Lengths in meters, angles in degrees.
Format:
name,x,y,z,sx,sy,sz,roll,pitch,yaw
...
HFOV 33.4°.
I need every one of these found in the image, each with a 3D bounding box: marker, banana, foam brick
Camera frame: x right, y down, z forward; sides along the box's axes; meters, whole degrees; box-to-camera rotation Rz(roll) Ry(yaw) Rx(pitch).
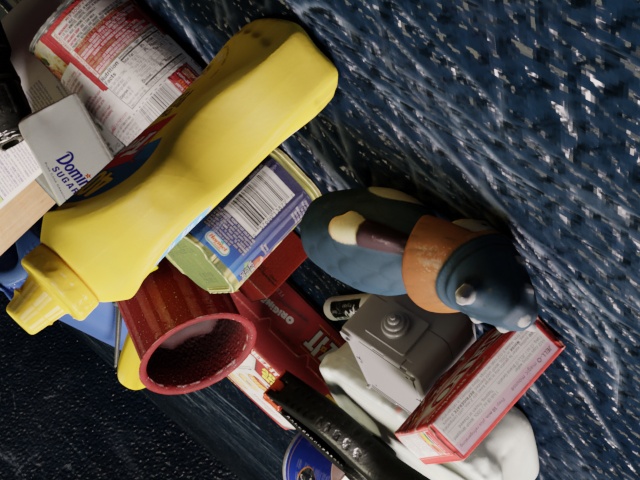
name,x,y,z,sx,sy,sz,roll,pitch,yaw
marker,0.029,0.047,0.768,0.020,0.020,0.121,46,164,-9
banana,-0.136,0.058,0.902,0.037,0.198,0.069,21,-154,-9
foam brick,-0.055,0.001,0.793,0.078,0.053,0.051,46,164,-9

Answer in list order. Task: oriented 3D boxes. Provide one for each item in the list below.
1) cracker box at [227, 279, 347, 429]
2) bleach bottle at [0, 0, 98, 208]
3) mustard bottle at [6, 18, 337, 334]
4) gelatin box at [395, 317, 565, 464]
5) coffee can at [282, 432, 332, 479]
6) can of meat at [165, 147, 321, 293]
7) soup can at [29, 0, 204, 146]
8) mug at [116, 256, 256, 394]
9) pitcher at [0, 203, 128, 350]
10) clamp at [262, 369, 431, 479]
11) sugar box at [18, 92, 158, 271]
name,x,y,z,sx,sy,sz,roll,pitch,yaw
cracker box,-0.048,0.095,0.980,0.164,0.072,0.214,44,163,-2
bleach bottle,-0.235,-0.062,0.706,0.068,0.250,0.102,33,161,32
mustard bottle,-0.079,-0.027,0.529,0.058,0.191,0.096,48,163,-16
gelatin box,0.087,0.084,0.598,0.030,0.089,0.073,44,164,2
coffee can,0.034,0.252,1.120,0.102,0.102,0.140,49,163,-20
can of meat,-0.056,-0.012,0.706,0.057,0.084,0.102,46,163,-11
soup can,-0.117,-0.103,0.652,0.102,0.068,0.069,44,164,-5
mug,-0.105,0.064,0.823,0.117,0.093,0.081,79,164,-54
pitcher,-0.219,0.027,1.092,0.145,0.149,0.242,28,171,45
clamp,0.041,0.167,0.787,0.210,0.036,0.164,39,163,16
sugar box,-0.146,-0.025,0.692,0.093,0.048,0.176,60,172,5
